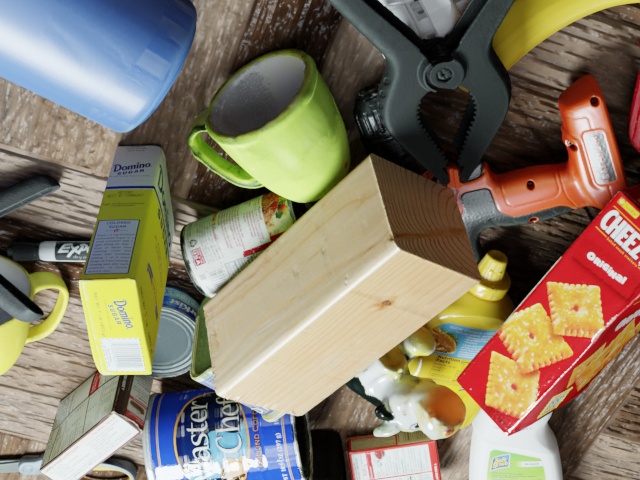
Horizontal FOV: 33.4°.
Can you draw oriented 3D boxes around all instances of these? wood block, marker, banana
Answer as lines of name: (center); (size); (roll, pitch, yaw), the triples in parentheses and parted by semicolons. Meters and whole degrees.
wood block: (0.010, 0.041, 0.813); (0.090, 0.090, 0.206); (21, 132, -37)
marker: (-0.208, 0.010, 0.916); (0.121, 0.020, 0.020); (1, 127, -1)
banana: (0.187, -0.164, 0.761); (0.198, 0.069, 0.037); (-14, 168, 17)

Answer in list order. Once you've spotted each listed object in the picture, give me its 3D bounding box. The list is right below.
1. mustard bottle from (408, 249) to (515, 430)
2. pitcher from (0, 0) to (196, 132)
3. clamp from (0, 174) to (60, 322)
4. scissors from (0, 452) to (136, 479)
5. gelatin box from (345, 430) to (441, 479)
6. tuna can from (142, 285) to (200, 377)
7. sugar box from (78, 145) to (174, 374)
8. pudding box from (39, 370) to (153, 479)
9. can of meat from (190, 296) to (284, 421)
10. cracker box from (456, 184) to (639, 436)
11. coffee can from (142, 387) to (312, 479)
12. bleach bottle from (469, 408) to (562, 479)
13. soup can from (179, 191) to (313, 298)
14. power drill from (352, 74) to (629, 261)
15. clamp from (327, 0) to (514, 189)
mustard bottle: (0.122, 0.087, 0.948); (0.096, 0.058, 0.192); (9, 127, -15)
pitcher: (-0.215, -0.171, 0.724); (0.242, 0.149, 0.145); (29, 107, -24)
clamp: (-0.297, 0.008, 0.876); (0.171, 0.039, 0.120); (-2, 82, 6)
scissors: (-0.284, 0.213, 1.071); (0.201, 0.016, 0.096); (10, 125, -7)
gelatin box: (0.074, 0.228, 1.062); (0.089, 0.030, 0.073); (-9, 111, 4)
tuna can: (-0.145, 0.081, 0.961); (0.086, 0.033, 0.086); (0, 127, 0)
sugar box: (-0.143, 0.010, 0.818); (0.048, 0.176, 0.093); (0, 127, 2)
pudding box: (-0.206, 0.164, 0.988); (0.039, 0.090, 0.114); (38, 118, -24)
can of meat: (-0.062, 0.092, 0.921); (0.083, 0.102, 0.058); (32, 127, -28)
cracker box: (0.227, 0.048, 0.855); (0.072, 0.163, 0.214); (48, 124, 20)
coffee can: (-0.084, 0.185, 0.996); (0.140, 0.103, 0.103); (-8, 127, 6)
bleach bottle: (0.198, 0.224, 1.051); (0.102, 0.068, 0.251); (-3, 125, 2)
soup can: (-0.056, 0.001, 0.879); (0.102, 0.068, 0.068); (-20, 124, 15)
power drill: (0.134, -0.063, 0.836); (0.188, 0.057, 0.184); (-18, 117, 14)
clamp: (0.091, -0.129, 0.732); (0.164, 0.036, 0.210); (-14, 128, 9)
